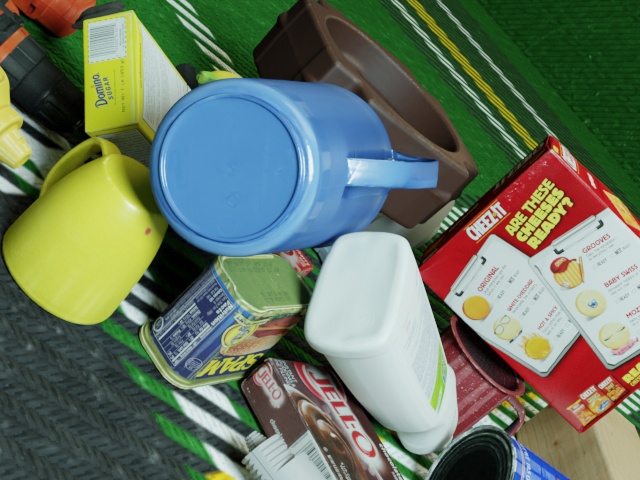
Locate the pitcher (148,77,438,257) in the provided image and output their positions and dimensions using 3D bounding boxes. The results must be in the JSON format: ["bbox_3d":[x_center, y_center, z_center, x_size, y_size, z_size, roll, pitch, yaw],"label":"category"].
[{"bbox_3d":[-0.019,-0.051,0.743,0.145,0.149,0.242,51,12,4],"label":"pitcher"}]

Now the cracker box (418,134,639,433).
[{"bbox_3d":[0.218,0.039,0.947,0.213,0.164,0.072,44,21,-5],"label":"cracker box"}]

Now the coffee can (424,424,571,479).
[{"bbox_3d":[0.160,0.223,0.832,0.140,0.103,0.103,37,24,-21],"label":"coffee can"}]

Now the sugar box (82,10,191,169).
[{"bbox_3d":[-0.127,-0.089,0.817,0.176,0.048,0.093,63,21,-67],"label":"sugar box"}]

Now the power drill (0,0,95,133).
[{"bbox_3d":[-0.245,-0.180,0.867,0.184,0.057,0.187,44,21,-15],"label":"power drill"}]

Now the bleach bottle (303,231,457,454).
[{"bbox_3d":[0.062,0.103,0.823,0.250,0.068,0.102,64,36,-49],"label":"bleach bottle"}]

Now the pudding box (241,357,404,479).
[{"bbox_3d":[0.002,0.141,0.777,0.089,0.039,0.113,16,37,-53],"label":"pudding box"}]

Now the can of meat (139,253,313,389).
[{"bbox_3d":[-0.063,0.054,0.753,0.057,0.084,0.101,54,23,19],"label":"can of meat"}]

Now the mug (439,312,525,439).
[{"bbox_3d":[0.131,0.134,0.961,0.117,0.082,0.093,45,22,-2],"label":"mug"}]

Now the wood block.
[{"bbox_3d":[0.257,0.242,0.989,0.090,0.090,0.206,37,23,-20],"label":"wood block"}]
